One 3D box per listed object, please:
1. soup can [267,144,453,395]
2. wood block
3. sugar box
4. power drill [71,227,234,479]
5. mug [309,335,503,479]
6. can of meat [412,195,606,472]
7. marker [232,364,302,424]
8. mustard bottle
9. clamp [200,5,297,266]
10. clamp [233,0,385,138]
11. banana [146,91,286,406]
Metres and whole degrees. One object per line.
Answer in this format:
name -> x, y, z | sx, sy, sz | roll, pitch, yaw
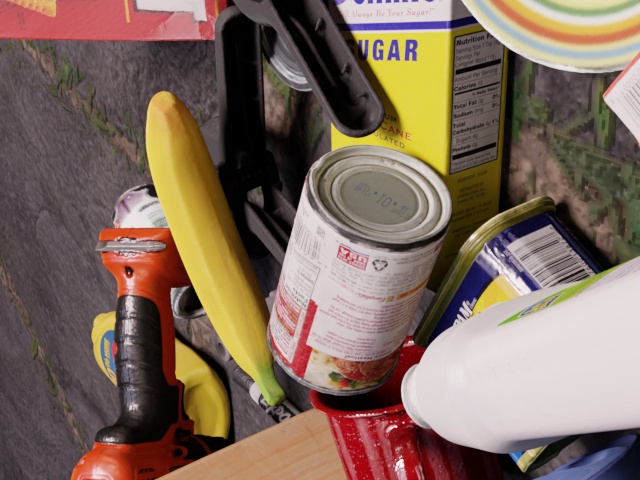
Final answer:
soup can -> 0.016, 0.015, 0.498 | 0.069, 0.068, 0.102 | 50, 142, 32
wood block -> -0.036, 0.175, 0.638 | 0.091, 0.205, 0.090 | 55, 147, 25
sugar box -> 0.045, -0.072, 0.515 | 0.093, 0.048, 0.176 | 31, 134, 48
power drill -> -0.098, 0.088, 0.717 | 0.057, 0.184, 0.187 | -2, 83, 19
mug -> 0.050, 0.109, 0.561 | 0.117, 0.093, 0.081 | -89, -18, -75
can of meat -> 0.098, 0.045, 0.488 | 0.084, 0.057, 0.102 | 53, 146, 25
marker -> -0.029, 0.125, 0.783 | 0.121, 0.020, 0.020 | 36, 136, 45
mustard bottle -> -0.151, 0.111, 0.938 | 0.192, 0.058, 0.096 | 33, 139, 47
clamp -> -0.046, -0.047, 0.652 | 0.210, 0.036, 0.164 | 180, 74, -73
clamp -> -0.018, -0.122, 0.514 | 0.172, 0.039, 0.120 | -133, 29, -56
banana -> -0.061, 0.001, 0.629 | 0.070, 0.037, 0.198 | 19, 134, 60
